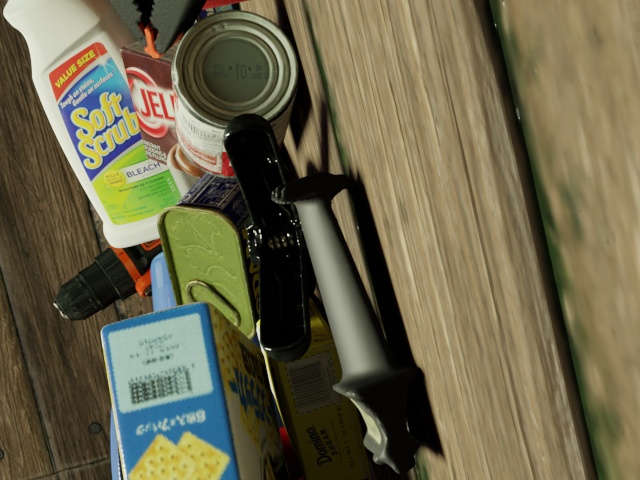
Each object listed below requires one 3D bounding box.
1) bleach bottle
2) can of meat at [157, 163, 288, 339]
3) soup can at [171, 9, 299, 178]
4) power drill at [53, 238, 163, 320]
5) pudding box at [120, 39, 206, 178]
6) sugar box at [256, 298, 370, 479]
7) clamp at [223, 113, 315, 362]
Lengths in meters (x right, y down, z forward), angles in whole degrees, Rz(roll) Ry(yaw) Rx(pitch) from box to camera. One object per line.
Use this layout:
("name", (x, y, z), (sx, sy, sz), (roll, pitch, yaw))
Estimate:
("bleach bottle", (-0.172, -0.110, 0.816), (0.068, 0.103, 0.250), (-91, -20, -49))
("can of meat", (-0.054, 0.001, 0.692), (0.083, 0.058, 0.102), (-54, -35, -48))
("soup can", (-0.049, -0.079, 0.599), (0.102, 0.068, 0.068), (121, 134, -78))
("power drill", (-0.135, 0.062, 1.003), (0.188, 0.184, 0.057), (49, 167, 25))
("pudding box", (-0.085, -0.090, 0.751), (0.114, 0.039, 0.090), (20, 134, 36))
("sugar box", (-0.013, 0.089, 0.723), (0.176, 0.048, 0.093), (-138, 34, -74))
("clamp", (-0.021, 0.007, 0.579), (0.171, 0.039, 0.120), (48, -143, -80))
